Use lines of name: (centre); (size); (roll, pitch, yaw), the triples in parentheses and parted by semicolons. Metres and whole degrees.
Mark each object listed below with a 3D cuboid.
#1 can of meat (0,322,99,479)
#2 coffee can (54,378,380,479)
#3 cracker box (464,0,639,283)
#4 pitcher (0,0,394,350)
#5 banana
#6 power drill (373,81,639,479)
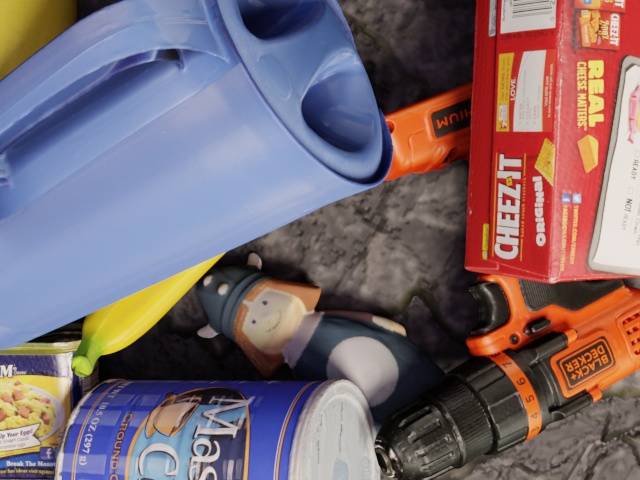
can of meat: (-0.175, 0.093, 0.610); (0.102, 0.057, 0.084); (0, 96, 3)
coffee can: (-0.052, 0.124, 0.562); (0.140, 0.102, 0.103); (-3, 94, 24)
cracker box: (0.175, -0.066, 0.530); (0.213, 0.072, 0.164); (-2, 96, -31)
pitcher: (-0.102, -0.038, 0.507); (0.243, 0.145, 0.149); (-27, 122, 26)
banana: (-0.064, 0.000, 0.593); (0.197, 0.070, 0.037); (-46, 117, -9)
power drill: (0.082, 0.015, 0.568); (0.184, 0.057, 0.187); (-24, 94, -23)
